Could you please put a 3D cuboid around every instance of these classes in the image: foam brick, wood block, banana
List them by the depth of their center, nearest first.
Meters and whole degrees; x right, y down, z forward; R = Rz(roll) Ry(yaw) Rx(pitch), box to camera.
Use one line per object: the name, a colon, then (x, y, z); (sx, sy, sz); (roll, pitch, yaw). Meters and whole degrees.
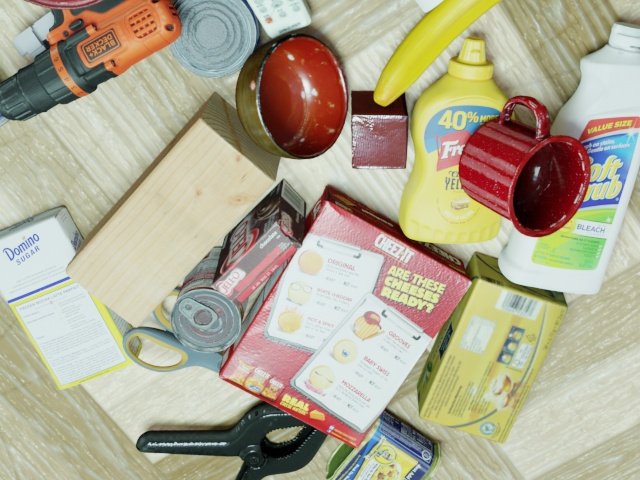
banana: (0.120, -0.197, 0.942); (0.198, 0.069, 0.037); (-39, 109, 20)
foam brick: (0.053, -0.102, 0.983); (0.051, 0.078, 0.053); (0, 114, 1)
wood block: (-0.139, -0.029, 1.020); (0.090, 0.090, 0.206); (40, 110, -13)

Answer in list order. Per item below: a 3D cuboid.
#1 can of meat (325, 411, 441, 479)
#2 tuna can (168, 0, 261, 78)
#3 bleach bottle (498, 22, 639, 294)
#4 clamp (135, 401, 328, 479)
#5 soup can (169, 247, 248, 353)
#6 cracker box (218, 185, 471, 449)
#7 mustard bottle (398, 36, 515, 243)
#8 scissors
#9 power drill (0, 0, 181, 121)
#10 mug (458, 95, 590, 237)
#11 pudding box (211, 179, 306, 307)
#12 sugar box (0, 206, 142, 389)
can of meat: (0.066, 0.239, 1.143); (0.084, 0.057, 0.102); (34, 110, -9)
tuna can: (-0.098, -0.193, 0.976); (0.086, 0.033, 0.086); (1, 114, 3)
bleach bottle: (0.244, -0.077, 0.991); (0.102, 0.068, 0.251); (9, 112, -5)
clamp: (-0.072, 0.236, 1.160); (0.210, 0.036, 0.164); (-23, 120, 9)
soup can: (-0.106, 0.056, 1.048); (0.068, 0.102, 0.068); (1, 114, 3)
cracker box: (0.022, 0.077, 1.059); (0.164, 0.072, 0.214); (29, 106, -10)
mustard bottle: (0.130, -0.093, 0.992); (0.096, 0.058, 0.192); (2, 113, -8)
scissors: (-0.106, 0.109, 1.114); (0.201, 0.016, 0.096); (14, 87, -22)
power drill: (-0.235, -0.216, 0.928); (0.184, 0.057, 0.187); (-26, 95, 10)
mug: (0.176, -0.070, 0.937); (0.093, 0.082, 0.117); (-17, 120, -26)
pudding box: (-0.057, 0.001, 1.015); (0.039, 0.113, 0.090); (43, 109, -14)
sugar box: (-0.264, 0.060, 1.091); (0.093, 0.048, 0.176); (-21, 108, 10)
